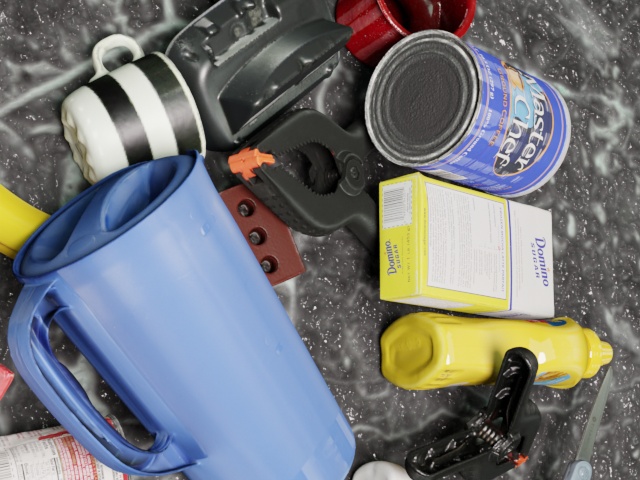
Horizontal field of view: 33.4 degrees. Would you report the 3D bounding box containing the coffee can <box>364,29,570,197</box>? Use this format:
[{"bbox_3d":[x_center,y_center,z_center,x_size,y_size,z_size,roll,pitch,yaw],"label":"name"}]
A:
[{"bbox_3d":[0.116,-0.095,0.828,0.140,0.103,0.103,11,74,-50],"label":"coffee can"}]

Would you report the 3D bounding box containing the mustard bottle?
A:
[{"bbox_3d":[0.150,0.088,0.839,0.191,0.096,0.058,4,77,-26],"label":"mustard bottle"}]

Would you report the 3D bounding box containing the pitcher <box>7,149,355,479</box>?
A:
[{"bbox_3d":[-0.083,0.077,0.685,0.149,0.145,0.242,-31,112,0],"label":"pitcher"}]

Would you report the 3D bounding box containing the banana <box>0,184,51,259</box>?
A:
[{"bbox_3d":[-0.211,-0.026,0.721,0.197,0.037,0.069,30,51,-19],"label":"banana"}]

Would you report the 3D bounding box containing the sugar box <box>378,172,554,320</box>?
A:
[{"bbox_3d":[0.118,0.010,0.841,0.175,0.048,0.093,13,73,-46],"label":"sugar box"}]

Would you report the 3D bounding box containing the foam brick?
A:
[{"bbox_3d":[-0.055,0.001,0.781,0.052,0.051,0.078,-23,91,-28],"label":"foam brick"}]

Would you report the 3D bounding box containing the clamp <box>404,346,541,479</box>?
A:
[{"bbox_3d":[0.119,0.149,0.794,0.120,0.171,0.039,-37,58,-5],"label":"clamp"}]

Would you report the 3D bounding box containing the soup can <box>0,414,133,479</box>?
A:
[{"bbox_3d":[-0.178,0.154,0.681,0.102,0.069,0.068,-7,83,-27],"label":"soup can"}]

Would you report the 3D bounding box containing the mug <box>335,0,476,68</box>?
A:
[{"bbox_3d":[0.064,-0.199,0.862,0.093,0.082,0.117,6,78,-25],"label":"mug"}]

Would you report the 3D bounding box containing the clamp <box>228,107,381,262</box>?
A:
[{"bbox_3d":[0.017,-0.038,0.801,0.209,0.036,0.164,-5,83,-50],"label":"clamp"}]
